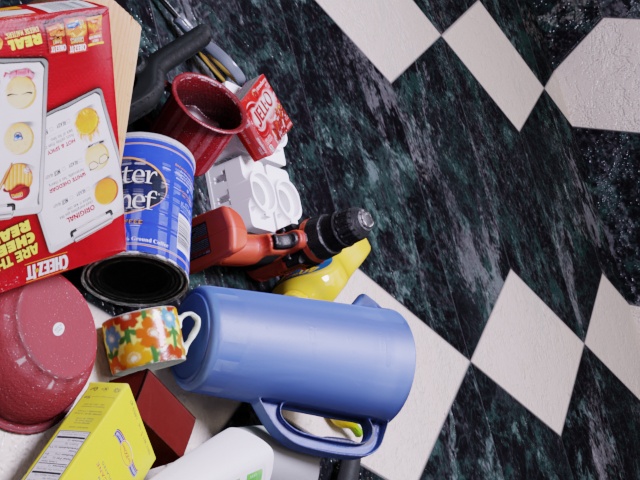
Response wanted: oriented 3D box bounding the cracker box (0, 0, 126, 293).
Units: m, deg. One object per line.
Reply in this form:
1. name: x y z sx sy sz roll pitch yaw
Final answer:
1. cracker box: -0.247 -0.076 0.852 0.163 0.072 0.214 -20 120 -40

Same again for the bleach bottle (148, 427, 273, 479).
1. bleach bottle: -0.127 0.243 0.938 0.250 0.068 0.103 -14 125 -67

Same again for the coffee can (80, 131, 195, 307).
1. coffee can: -0.177 -0.020 1.045 0.102 0.103 0.140 37 42 -45

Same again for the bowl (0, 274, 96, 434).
1. bowl: -0.243 0.080 0.911 0.162 0.055 0.162 39 41 -44

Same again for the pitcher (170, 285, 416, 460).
1. pitcher: -0.029 0.128 1.117 0.242 0.145 0.149 12 18 -31

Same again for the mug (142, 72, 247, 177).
1. mug: -0.150 -0.131 1.176 0.117 0.082 0.093 34 34 -8

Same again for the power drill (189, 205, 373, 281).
1. power drill: -0.058 0.001 1.178 0.187 0.185 0.057 6 66 -49

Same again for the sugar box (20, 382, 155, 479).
1. sugar box: -0.200 0.208 0.881 0.176 0.048 0.093 -66 148 -53

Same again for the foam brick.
1. foam brick: -0.163 0.168 0.997 0.078 0.053 0.051 53 32 -29

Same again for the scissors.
1. scissors: -0.154 -0.254 1.284 0.201 0.016 0.096 50 -10 -35

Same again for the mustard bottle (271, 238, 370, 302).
1. mustard bottle: -0.009 0.050 1.306 0.058 0.096 0.191 62 29 -14

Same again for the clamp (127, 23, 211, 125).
1. clamp: -0.204 -0.183 1.140 0.171 0.120 0.039 -58 147 -35

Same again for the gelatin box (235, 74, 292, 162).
1. gelatin box: -0.073 -0.145 1.258 0.073 0.030 0.089 58 29 -20
